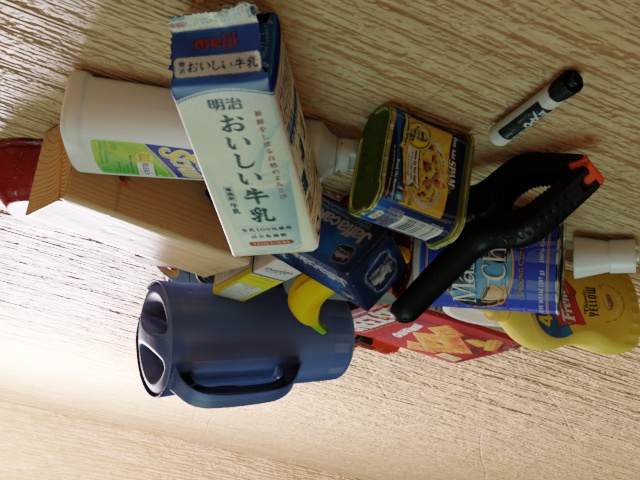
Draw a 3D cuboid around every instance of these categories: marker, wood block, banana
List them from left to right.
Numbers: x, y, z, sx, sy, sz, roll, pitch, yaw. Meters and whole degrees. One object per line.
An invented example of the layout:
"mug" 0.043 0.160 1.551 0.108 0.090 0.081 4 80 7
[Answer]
"wood block" -0.170 -0.041 1.058 0.205 0.091 0.090 22 156 -34
"banana" 0.015 0.042 1.072 0.069 0.037 0.198 10 152 -23
"marker" 0.168 -0.103 0.836 0.020 0.020 0.121 14 161 -16

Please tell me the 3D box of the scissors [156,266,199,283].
"scissors" -0.155 0.062 1.343 0.096 0.016 0.202 -7 133 7

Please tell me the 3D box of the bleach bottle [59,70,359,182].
"bleach bottle" -0.091 -0.089 0.929 0.251 0.068 0.102 6 158 0

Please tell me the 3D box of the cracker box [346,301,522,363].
"cracker box" 0.129 0.090 1.337 0.213 0.072 0.164 18 159 -23

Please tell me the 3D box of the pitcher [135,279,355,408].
"pitcher" -0.083 0.119 1.239 0.242 0.149 0.145 2 169 -26

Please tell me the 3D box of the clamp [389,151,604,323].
"clamp" 0.145 -0.014 0.932 0.210 0.164 0.036 -19 134 37

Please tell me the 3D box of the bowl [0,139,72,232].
"bowl" -0.282 -0.050 1.136 0.162 0.055 0.162 8 161 2

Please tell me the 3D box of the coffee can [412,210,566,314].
"coffee can" 0.170 0.019 1.062 0.140 0.103 0.102 3 161 16

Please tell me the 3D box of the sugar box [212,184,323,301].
"sugar box" -0.057 0.002 1.127 0.048 0.093 0.177 17 160 -25

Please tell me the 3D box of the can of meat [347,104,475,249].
"can of meat" 0.076 -0.054 0.894 0.083 0.102 0.058 19 157 -23

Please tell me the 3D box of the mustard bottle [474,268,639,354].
"mustard bottle" 0.248 0.070 1.142 0.191 0.096 0.058 5 160 -21
